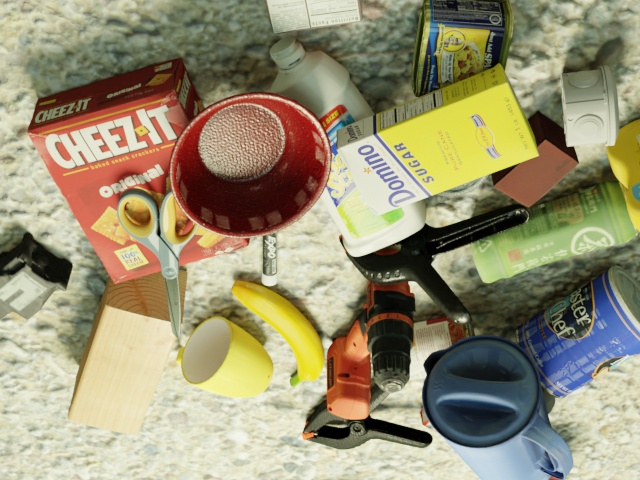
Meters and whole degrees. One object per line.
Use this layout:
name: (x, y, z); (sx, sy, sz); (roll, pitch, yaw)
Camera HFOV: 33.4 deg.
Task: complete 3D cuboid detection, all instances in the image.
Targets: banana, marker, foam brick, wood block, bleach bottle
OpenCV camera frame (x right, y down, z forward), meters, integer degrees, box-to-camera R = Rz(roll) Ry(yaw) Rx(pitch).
banana: (-0.040, 0.116, 1.303); (0.070, 0.037, 0.197); (-17, 128, 12)
marker: (-0.058, 0.001, 1.218); (0.020, 0.020, 0.121); (1, 130, -2)
foam brick: (0.224, -0.085, 1.127); (0.053, 0.051, 0.078); (30, 124, -25)
wood block: (-0.232, 0.128, 1.277); (0.090, 0.091, 0.206); (15, 129, -13)
bleach bottle: (0.015, -0.100, 1.107); (0.103, 0.068, 0.250); (-23, 124, 18)

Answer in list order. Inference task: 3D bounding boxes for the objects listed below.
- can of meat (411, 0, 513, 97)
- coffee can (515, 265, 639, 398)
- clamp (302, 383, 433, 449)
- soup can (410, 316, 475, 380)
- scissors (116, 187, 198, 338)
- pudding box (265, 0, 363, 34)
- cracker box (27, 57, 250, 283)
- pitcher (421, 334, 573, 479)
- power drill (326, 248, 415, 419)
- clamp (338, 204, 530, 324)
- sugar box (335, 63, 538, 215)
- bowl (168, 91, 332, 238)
can of meat: (0.136, -0.184, 1.039); (0.084, 0.057, 0.102); (3, 130, -2)
coffee can: (0.317, 0.109, 1.258); (0.140, 0.103, 0.102); (-37, 122, 27)
clamp: (0.053, 0.225, 1.390); (0.172, 0.039, 0.120); (-8, 111, 15)
soup can: (0.137, 0.129, 1.296); (0.102, 0.068, 0.068); (-13, 129, 10)
scissors: (-0.177, 0.020, 1.133); (0.096, 0.016, 0.202); (14, 124, -7)
pudding box: (-0.011, -0.252, 0.992); (0.090, 0.039, 0.113); (-7, 132, 5)
cracker box: (-0.184, -0.067, 1.125); (0.164, 0.072, 0.213); (-14, 128, 10)
pitcher: (0.219, 0.224, 1.261); (0.145, 0.149, 0.242); (-14, 147, 14)
power drill: (0.059, 0.129, 1.233); (0.057, 0.184, 0.188); (14, 138, -12)
clamp: (0.116, 0.008, 1.163); (0.210, 0.164, 0.036); (14, 142, 41)
sugar box: (0.113, -0.095, 1.042); (0.176, 0.048, 0.093); (-22, 123, 15)
bowl: (-0.072, -0.083, 1.051); (0.162, 0.055, 0.162); (-8, 125, -12)
